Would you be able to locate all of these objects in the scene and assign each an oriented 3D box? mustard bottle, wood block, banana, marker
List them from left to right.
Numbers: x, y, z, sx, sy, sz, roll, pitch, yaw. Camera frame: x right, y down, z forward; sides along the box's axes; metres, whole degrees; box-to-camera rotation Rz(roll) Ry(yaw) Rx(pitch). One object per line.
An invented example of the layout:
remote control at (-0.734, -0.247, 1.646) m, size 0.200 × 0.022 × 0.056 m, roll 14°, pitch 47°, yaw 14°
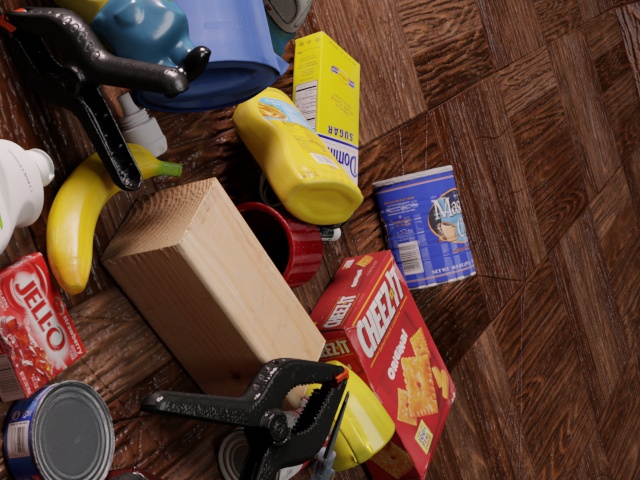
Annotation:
banana at (-0.179, -0.031, 0.868) m, size 0.197 × 0.069 × 0.037 m, roll -60°, pitch 171°, yaw -51°
wood block at (-0.091, 0.056, 0.955) m, size 0.206 × 0.091 × 0.090 m, roll 58°, pitch 37°, yaw -31°
mustard bottle at (-0.038, -0.100, 1.074) m, size 0.096 × 0.058 × 0.192 m, roll 12°, pitch 35°, yaw -46°
marker at (-0.015, -0.009, 1.178) m, size 0.120 × 0.020 × 0.020 m, roll 0°, pitch 79°, yaw -59°

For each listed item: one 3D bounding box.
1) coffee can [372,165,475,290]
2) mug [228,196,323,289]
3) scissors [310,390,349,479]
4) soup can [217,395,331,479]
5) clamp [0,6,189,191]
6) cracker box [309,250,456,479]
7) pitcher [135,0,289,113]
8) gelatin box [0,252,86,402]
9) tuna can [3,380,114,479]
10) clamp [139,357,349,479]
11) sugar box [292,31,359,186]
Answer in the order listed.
coffee can at (0.130, -0.015, 1.342) m, size 0.102 × 0.103 × 0.140 m, roll -15°, pitch 93°, yaw -60°
mug at (-0.057, 0.001, 1.051) m, size 0.117 × 0.093 × 0.081 m, roll 46°, pitch 19°, yaw 18°
scissors at (-0.005, 0.225, 1.009) m, size 0.096 × 0.016 × 0.202 m, roll -54°, pitch 163°, yaw -32°
soup can at (-0.042, 0.193, 1.010) m, size 0.102 × 0.069 × 0.068 m, roll -22°, pitch 99°, yaw -59°
clamp at (-0.179, -0.132, 0.836) m, size 0.171 × 0.120 × 0.039 m, roll 45°, pitch 32°, yaw 1°
cracker box at (0.073, 0.143, 1.218) m, size 0.213 × 0.072 × 0.164 m, roll 64°, pitch 32°, yaw -21°
pitcher at (-0.131, -0.247, 0.980) m, size 0.149 × 0.145 × 0.243 m, roll 16°, pitch 61°, yaw -70°
gelatin box at (-0.221, 0.063, 0.793) m, size 0.073 × 0.030 × 0.089 m, roll -42°, pitch 116°, yaw -56°
tuna can at (-0.196, 0.150, 0.800) m, size 0.086 × 0.034 × 0.086 m, roll 29°, pitch 55°, yaw -53°
clamp at (-0.046, 0.170, 0.899) m, size 0.209 × 0.036 × 0.164 m, roll -23°, pitch 101°, yaw -44°
sugar box at (0.007, -0.142, 1.238) m, size 0.093 × 0.048 × 0.176 m, roll 30°, pitch 54°, yaw -52°
